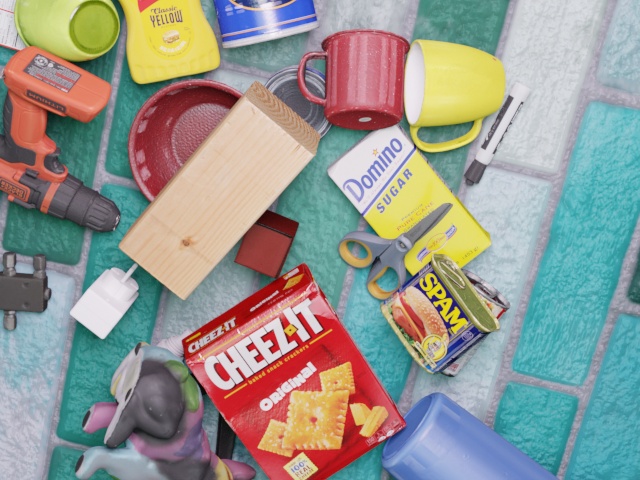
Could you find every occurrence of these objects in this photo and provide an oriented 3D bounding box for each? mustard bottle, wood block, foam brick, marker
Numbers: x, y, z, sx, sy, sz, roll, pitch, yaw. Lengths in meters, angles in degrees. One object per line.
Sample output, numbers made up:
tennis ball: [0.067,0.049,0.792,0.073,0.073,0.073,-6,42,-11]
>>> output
mustard bottle: [-0.170,-0.266,1.117,0.096,0.058,0.191,-13,102,-8]
wood block: [-0.102,-0.052,1.091,0.090,0.090,0.206,40,108,-10]
foam brick: [-0.058,0.001,1.168,0.051,0.078,0.053,21,102,-1]
marker: [0.189,-0.113,1.153,0.020,0.020,0.121,27,104,-3]

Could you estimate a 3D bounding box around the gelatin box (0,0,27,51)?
gelatin box: [-0.331,-0.246,1.150,0.089,0.030,0.073,17,106,-1]

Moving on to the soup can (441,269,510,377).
soup can: [0.153,0.092,1.182,0.068,0.068,0.102,34,104,-5]

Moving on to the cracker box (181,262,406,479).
cracker box: [-0.027,0.160,1.179,0.164,0.072,0.213,-32,110,0]

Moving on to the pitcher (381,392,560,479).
pitcher: [0.184,0.292,1.196,0.243,0.149,0.145,39,117,-3]

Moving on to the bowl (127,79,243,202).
bowl: [-0.123,-0.099,1.154,0.162,0.055,0.162,2,110,5]

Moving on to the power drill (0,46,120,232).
power drill: [-0.281,-0.100,1.131,0.184,0.057,0.188,25,133,-6]

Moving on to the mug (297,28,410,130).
mug: [0.034,-0.164,1.097,0.117,0.093,0.081,4,79,-12]

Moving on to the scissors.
scissors: [0.072,-0.005,1.132,0.096,0.016,0.202,36,145,13]

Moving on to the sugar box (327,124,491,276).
sugar box: [0.097,-0.039,1.164,0.093,0.048,0.176,-39,99,12]

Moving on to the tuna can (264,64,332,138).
tuna can: [-0.024,-0.145,1.152,0.086,0.033,0.086,1,104,4]

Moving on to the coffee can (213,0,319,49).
coffee can: [-0.065,-0.275,1.087,0.103,0.102,0.140,-11,103,6]

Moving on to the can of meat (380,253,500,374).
can of meat: [0.124,0.079,1.127,0.084,0.057,0.102,-43,68,22]
